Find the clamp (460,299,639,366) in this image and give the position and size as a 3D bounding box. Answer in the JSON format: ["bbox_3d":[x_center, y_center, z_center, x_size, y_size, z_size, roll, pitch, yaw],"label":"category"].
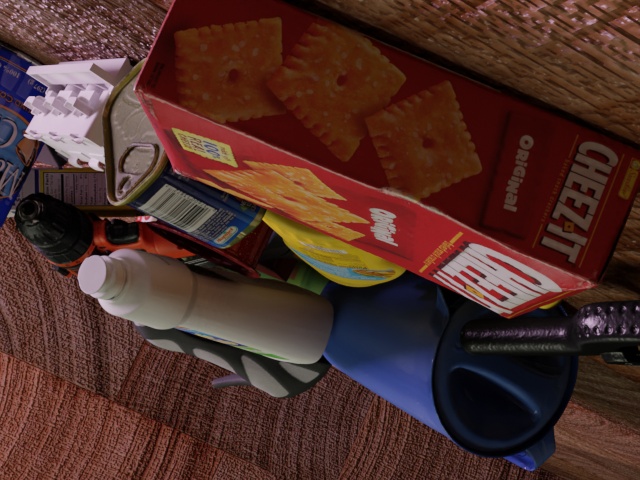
[{"bbox_3d":[0.184,0.060,0.679,0.164,0.036,0.210,4,169,-2],"label":"clamp"}]

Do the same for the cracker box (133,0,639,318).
[{"bbox_3d":[0.026,-0.036,0.524,0.213,0.072,0.164,24,172,2],"label":"cracker box"}]

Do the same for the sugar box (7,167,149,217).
[{"bbox_3d":[-0.219,-0.043,0.989,0.176,0.048,0.093,-4,179,-18],"label":"sugar box"}]

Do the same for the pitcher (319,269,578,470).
[{"bbox_3d":[0.095,0.093,0.896,0.144,0.149,0.243,10,-178,-26],"label":"pitcher"}]

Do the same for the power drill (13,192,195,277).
[{"bbox_3d":[-0.151,-0.011,0.925,0.188,0.057,0.184,-8,165,8],"label":"power drill"}]

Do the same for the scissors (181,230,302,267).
[{"bbox_3d":[-0.056,0.001,0.880,0.202,0.016,0.096,-4,153,10],"label":"scissors"}]

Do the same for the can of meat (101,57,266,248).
[{"bbox_3d":[-0.084,-0.052,0.662,0.083,0.058,0.102,28,-146,-37],"label":"can of meat"}]

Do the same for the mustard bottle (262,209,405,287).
[{"bbox_3d":[0.018,-0.005,0.767,0.096,0.058,0.191,11,168,13],"label":"mustard bottle"}]

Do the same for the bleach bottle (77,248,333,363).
[{"bbox_3d":[-0.097,0.048,0.852,0.103,0.068,0.250,13,176,37],"label":"bleach bottle"}]

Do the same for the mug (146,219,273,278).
[{"bbox_3d":[-0.078,-0.032,0.793,0.093,0.081,0.117,17,168,42],"label":"mug"}]

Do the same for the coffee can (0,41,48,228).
[{"bbox_3d":[-0.275,-0.081,0.849,0.103,0.140,0.103,24,171,4],"label":"coffee can"}]
